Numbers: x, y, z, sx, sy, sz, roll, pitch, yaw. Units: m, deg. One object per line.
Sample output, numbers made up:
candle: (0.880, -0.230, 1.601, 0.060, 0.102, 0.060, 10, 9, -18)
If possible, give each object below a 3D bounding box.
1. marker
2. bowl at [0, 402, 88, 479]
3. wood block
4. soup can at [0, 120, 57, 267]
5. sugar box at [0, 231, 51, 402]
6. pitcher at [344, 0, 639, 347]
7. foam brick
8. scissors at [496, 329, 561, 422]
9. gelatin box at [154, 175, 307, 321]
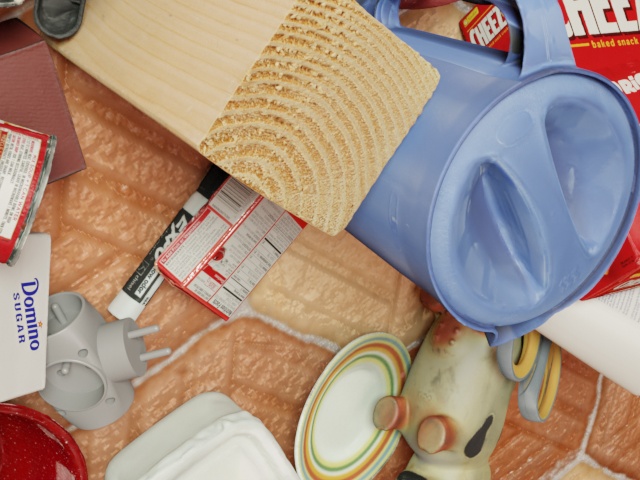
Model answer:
marker: (-0.091, -0.001, 0.670, 0.020, 0.020, 0.121, 36, 90, -39)
bowl: (-0.222, 0.151, 0.627, 0.161, 0.055, 0.162, -17, 124, -28)
wood block: (-0.050, -0.092, 0.534, 0.090, 0.206, 0.091, 32, 92, -39)
soup can: (-0.185, -0.035, 0.504, 0.102, 0.068, 0.068, 19, 101, -20)
sugar box: (-0.206, 0.044, 0.534, 0.176, 0.048, 0.093, -8, 102, -70)
pitcher: (0.046, -0.066, 0.586, 0.144, 0.243, 0.149, 38, 88, -39)
foam brick: (-0.166, -0.069, 0.567, 0.051, 0.053, 0.078, -25, 122, -22)
scissors: (0.166, 0.032, 0.794, 0.096, 0.016, 0.201, 32, 63, -49)
gelatin box: (-0.055, 0.001, 0.673, 0.089, 0.030, 0.073, -49, 154, -3)
